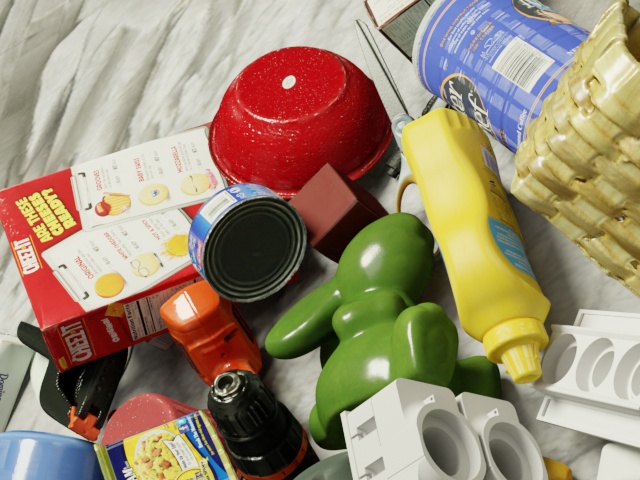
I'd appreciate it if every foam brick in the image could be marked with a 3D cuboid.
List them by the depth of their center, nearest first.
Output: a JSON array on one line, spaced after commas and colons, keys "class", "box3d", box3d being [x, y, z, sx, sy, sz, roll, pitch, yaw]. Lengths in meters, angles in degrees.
[{"class": "foam brick", "box3d": [0.019, -0.015, 0.844, 0.053, 0.078, 0.051, -44, 52, 10]}]

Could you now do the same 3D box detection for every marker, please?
[{"class": "marker", "box3d": [0.091, -0.103, 0.872, 0.020, 0.020, 0.121, 35, 91, 41]}]

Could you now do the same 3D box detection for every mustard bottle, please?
[{"class": "mustard bottle", "box3d": [0.111, 0.008, 0.721, 0.058, 0.096, 0.191, -26, 57, 18]}]

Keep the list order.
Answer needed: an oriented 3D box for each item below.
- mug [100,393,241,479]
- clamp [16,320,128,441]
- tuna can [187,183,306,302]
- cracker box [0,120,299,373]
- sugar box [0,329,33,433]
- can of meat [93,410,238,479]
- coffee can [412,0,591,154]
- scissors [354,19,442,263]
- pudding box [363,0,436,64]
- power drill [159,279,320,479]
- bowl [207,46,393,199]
[{"class": "mug", "box3d": [-0.129, 0.166, 0.860, 0.117, 0.081, 0.093, 29, 87, 41]}, {"class": "clamp", "box3d": [-0.213, 0.096, 0.929, 0.165, 0.036, 0.210, -37, 35, 22]}, {"class": "tuna can", "box3d": [-0.055, 0.001, 0.799, 0.086, 0.086, 0.034, -53, 38, 2]}, {"class": "cracker box", "box3d": [-0.146, -0.001, 0.898, 0.213, 0.072, 0.164, -21, 50, -14]}, {"class": "sugar box", "box3d": [-0.367, 0.120, 1.073, 0.177, 0.048, 0.093, 17, 87, 42]}, {"class": "can of meat", "box3d": [-0.104, 0.174, 0.749, 0.083, 0.057, 0.102, -20, 38, -14]}, {"class": "coffee can", "box3d": [0.150, -0.122, 0.785, 0.103, 0.102, 0.140, -50, 50, 6]}, {"class": "scissors", "box3d": [0.085, -0.084, 0.826, 0.096, 0.016, 0.202, -9, 86, 19]}, {"class": "pudding box", "box3d": [0.105, -0.191, 0.859, 0.114, 0.089, 0.039, -34, 53, 18]}, {"class": "power drill", "box3d": [-0.058, 0.112, 0.783, 0.057, 0.184, 0.188, -28, 43, -5]}, {"class": "bowl", "box3d": [-0.020, -0.112, 0.890, 0.162, 0.055, 0.162, -5, 50, 6]}]
